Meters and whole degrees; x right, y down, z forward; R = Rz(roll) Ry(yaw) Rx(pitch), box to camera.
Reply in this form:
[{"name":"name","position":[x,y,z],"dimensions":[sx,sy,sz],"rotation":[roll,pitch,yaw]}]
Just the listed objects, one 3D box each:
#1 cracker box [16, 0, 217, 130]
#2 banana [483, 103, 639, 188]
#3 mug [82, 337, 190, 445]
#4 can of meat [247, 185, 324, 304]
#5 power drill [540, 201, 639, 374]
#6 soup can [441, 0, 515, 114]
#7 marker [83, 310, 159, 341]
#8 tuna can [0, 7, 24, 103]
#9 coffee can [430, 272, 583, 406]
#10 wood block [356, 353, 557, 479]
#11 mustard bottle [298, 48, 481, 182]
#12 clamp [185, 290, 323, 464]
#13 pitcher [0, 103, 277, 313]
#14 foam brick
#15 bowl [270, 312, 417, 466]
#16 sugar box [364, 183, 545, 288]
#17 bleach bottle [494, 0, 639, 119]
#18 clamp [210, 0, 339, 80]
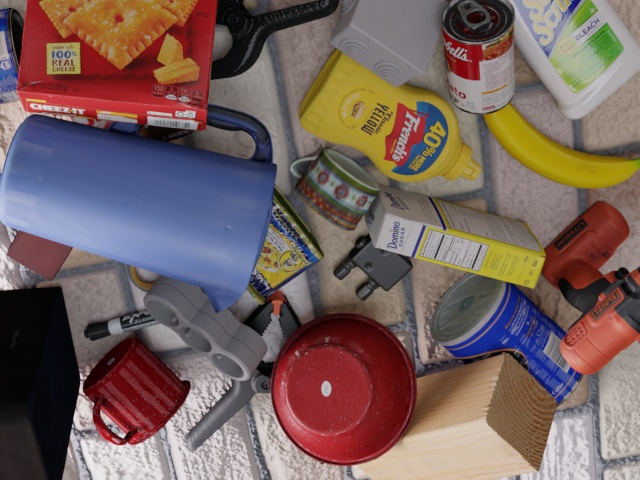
[{"name":"cracker box","position":[-0.172,-0.214,0.946],"dimensions":[0.164,0.072,0.213],"rotation":[6,81,-8]},{"name":"banana","position":[0.244,-0.096,1.103],"dimensions":[0.197,0.037,0.070],"rotation":[18,112,-11]},{"name":"mug","position":[-0.205,0.166,1.139],"dimensions":[0.093,0.117,0.081],"rotation":[-29,111,39]},{"name":"can of meat","position":[-0.057,0.001,1.109],"dimensions":[0.084,0.057,0.102],"rotation":[-35,111,8]},{"name":"power drill","position":[0.302,0.030,1.081],"dimensions":[0.057,0.187,0.184],"rotation":[42,105,-18]},{"name":"soup can","position":[0.153,-0.178,1.022],"dimensions":[0.068,0.068,0.102],"rotation":[-14,144,1]},{"name":"marker","position":[-0.197,0.087,1.154],"dimensions":[0.121,0.020,0.020],"rotation":[-14,114,1]},{"name":"tuna can","position":[-0.293,-0.173,0.998],"dimensions":[0.033,0.086,0.086],"rotation":[-11,114,-2]},{"name":"coffee can","position":[0.202,0.109,1.152],"dimensions":[0.140,0.103,0.103],"rotation":[41,104,-19]},{"name":"wood block","position":[0.136,0.200,1.136],"dimensions":[0.090,0.090,0.207],"rotation":[43,139,-21]},{"name":"mustard bottle","position":[0.080,-0.112,1.071],"dimensions":[0.191,0.058,0.096],"rotation":[28,108,-16]},{"name":"clamp","position":[-0.069,0.157,1.185],"dimensions":[0.164,0.036,0.210],"rotation":[0,111,-3]},{"name":"pitcher","position":[-0.164,-0.047,0.994],"dimensions":[0.242,0.149,0.145],"rotation":[15,134,-6]},{"name":"foam brick","position":[-0.275,-0.007,1.075],"dimensions":[0.053,0.078,0.051],"rotation":[31,109,-17]},{"name":"bowl","position":[0.016,0.154,1.102],"dimensions":[0.162,0.055,0.162],"rotation":[-2,83,18]},{"name":"sugar box","position":[0.136,-0.006,1.103],"dimensions":[0.176,0.093,0.048],"rotation":[12,111,-9]},{"name":"bleach bottle","position":[0.201,-0.240,1.026],"dimensions":[0.103,0.068,0.250],"rotation":[-41,108,12]},{"name":"clamp","position":[-0.080,-0.223,1.019],"dimensions":[0.172,0.039,0.120],"rotation":[-35,89,14]}]
